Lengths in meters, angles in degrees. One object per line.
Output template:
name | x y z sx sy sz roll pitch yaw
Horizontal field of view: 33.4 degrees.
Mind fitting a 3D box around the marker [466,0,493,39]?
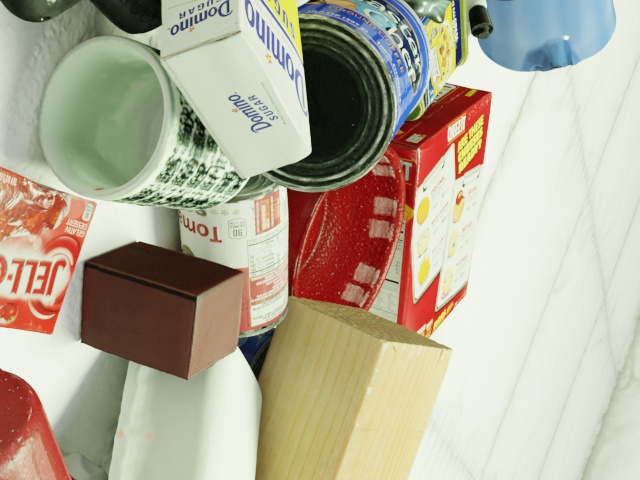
marker | 0.127 -0.218 0.903 0.020 0.020 0.121 63 17 -57

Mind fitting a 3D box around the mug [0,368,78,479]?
mug | -0.161 0.107 0.507 0.117 0.093 0.081 -93 175 -54

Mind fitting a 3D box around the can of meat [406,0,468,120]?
can of meat | 0.076 -0.159 0.861 0.083 0.058 0.102 -54 150 -33

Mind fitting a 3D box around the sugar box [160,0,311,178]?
sugar box | -0.042 -0.128 0.536 0.093 0.048 0.176 57 19 -52

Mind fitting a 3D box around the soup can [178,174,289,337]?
soup can | -0.054 0.001 0.673 0.068 0.069 0.102 -43 142 -48

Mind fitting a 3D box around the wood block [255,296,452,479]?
wood block | 0.002 0.152 0.732 0.090 0.090 0.206 14 96 -50

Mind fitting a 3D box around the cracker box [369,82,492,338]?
cracker box | 0.082 -0.016 0.949 0.164 0.072 0.214 -39 138 -52

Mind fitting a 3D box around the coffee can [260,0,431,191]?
coffee can | 0.009 -0.099 0.661 0.140 0.103 0.103 -55 154 -66

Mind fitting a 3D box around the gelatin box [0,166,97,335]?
gelatin box | -0.152 0.004 0.513 0.089 0.030 0.073 26 82 -65

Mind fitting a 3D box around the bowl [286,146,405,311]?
bowl | 0.002 -0.002 0.800 0.161 0.055 0.162 -40 140 -45

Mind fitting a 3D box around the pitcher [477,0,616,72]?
pitcher | 0.191 -0.286 0.959 0.145 0.149 0.243 -45 143 -20

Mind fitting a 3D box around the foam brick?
foam brick | -0.090 0.038 0.610 0.052 0.078 0.051 -26 127 -58
